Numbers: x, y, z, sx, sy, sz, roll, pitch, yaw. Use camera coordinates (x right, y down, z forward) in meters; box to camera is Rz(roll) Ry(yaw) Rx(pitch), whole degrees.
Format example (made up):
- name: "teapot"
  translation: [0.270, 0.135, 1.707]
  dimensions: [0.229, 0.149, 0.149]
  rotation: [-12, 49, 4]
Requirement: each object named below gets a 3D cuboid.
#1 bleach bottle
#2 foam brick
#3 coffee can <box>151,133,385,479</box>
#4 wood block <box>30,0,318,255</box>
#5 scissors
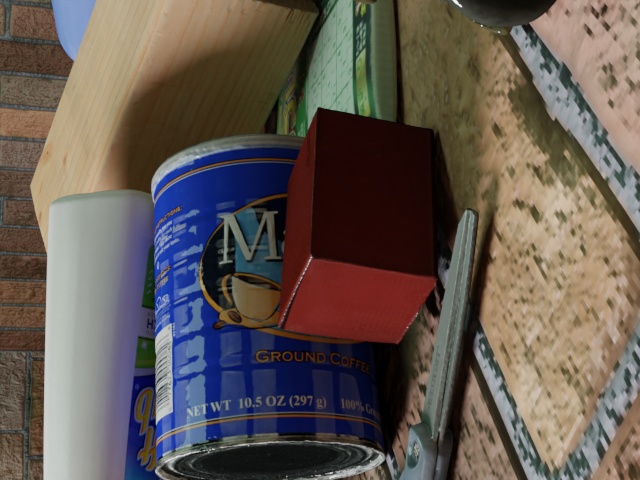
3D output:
- name: "bleach bottle"
  translation: [-0.099, 0.106, 0.550]
  dimensions: [0.102, 0.068, 0.251]
  rotation: [27, -120, -64]
- name: "foam brick"
  translation: [0.015, -0.006, 0.430]
  dimensions: [0.053, 0.051, 0.078]
  rotation: [115, 163, -52]
- name: "coffee can"
  translation: [-0.026, 0.036, 0.497]
  dimensions: [0.103, 0.102, 0.140]
  rotation: [125, 144, -62]
- name: "wood block"
  translation: [-0.094, -0.078, 0.628]
  dimensions: [0.206, 0.090, 0.090]
  rotation: [-60, 39, 32]
- name: "scissors"
  translation: [0.036, 0.087, 0.429]
  dimensions: [0.096, 0.016, 0.202]
  rotation: [-169, 83, -74]
